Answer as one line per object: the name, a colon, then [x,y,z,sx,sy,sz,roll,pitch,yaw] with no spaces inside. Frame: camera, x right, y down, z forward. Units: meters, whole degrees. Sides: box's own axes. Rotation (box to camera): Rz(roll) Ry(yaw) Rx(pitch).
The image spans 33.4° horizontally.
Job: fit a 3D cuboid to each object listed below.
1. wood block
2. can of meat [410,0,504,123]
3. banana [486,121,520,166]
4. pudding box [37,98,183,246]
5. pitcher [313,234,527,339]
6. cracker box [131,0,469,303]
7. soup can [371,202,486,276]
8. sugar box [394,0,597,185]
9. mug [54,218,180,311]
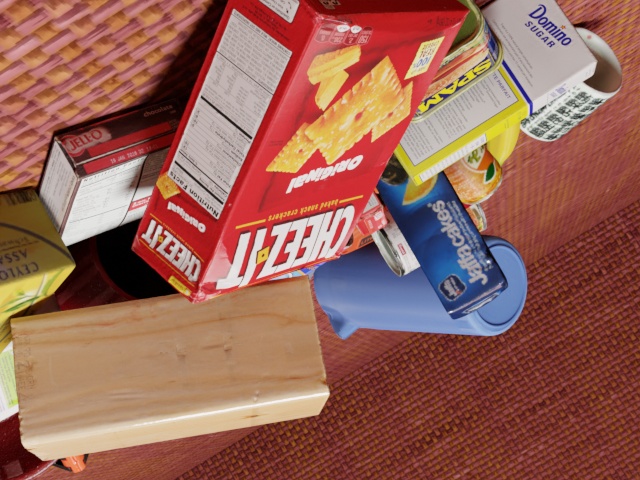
wood block: [-0.106,0.092,0.763,0.206,0.090,0.091,-8,163,-8]
can of meat: [0.085,-0.144,0.824,0.102,0.057,0.083,-34,164,11]
banana: [0.174,-0.133,1.035,0.037,0.069,0.197,1,151,15]
pudding box: [-0.142,-0.044,0.729,0.089,0.039,0.114,-22,163,-31]
pitcher: [0.118,0.036,1.231,0.144,0.149,0.243,-21,-166,-37]
cracker box: [-0.012,-0.072,0.694,0.163,0.072,0.214,-16,139,-51]
soup can: [0.109,-0.016,1.094,0.102,0.068,0.068,-29,168,-7]
sugar box: [0.129,-0.132,0.886,0.176,0.093,0.048,-31,168,4]
mug: [-0.153,0.036,0.849,0.082,0.117,0.093,-36,180,42]
